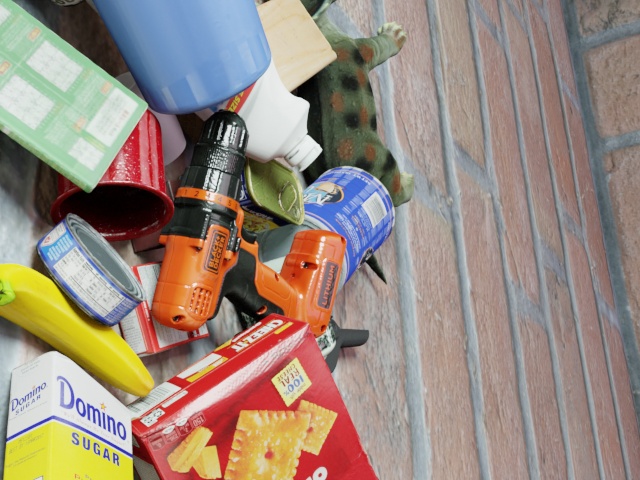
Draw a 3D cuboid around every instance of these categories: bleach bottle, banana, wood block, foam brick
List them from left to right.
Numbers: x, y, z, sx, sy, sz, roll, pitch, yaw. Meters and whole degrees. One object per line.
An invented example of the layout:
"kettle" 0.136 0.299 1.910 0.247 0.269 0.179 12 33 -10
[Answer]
"banana" -0.186 0.060 0.754 0.070 0.037 0.197 52 2 33
"foam brick" -0.127 -0.024 0.931 0.078 0.051 0.053 -13 87 -66
"bleach bottle" -0.090 -0.163 0.928 0.251 0.102 0.068 45 7 -8
"wood block" -0.071 -0.173 1.070 0.090 0.091 0.205 55 28 -7

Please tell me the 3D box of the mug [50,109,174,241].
"mug" -0.160 -0.051 0.841 0.117 0.093 0.081 59 20 -61

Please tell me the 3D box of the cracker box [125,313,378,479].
"cracker box" -0.046 0.192 0.858 0.164 0.072 0.213 -31 108 -25

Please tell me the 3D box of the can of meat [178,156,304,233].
"can of meat" -0.076 -0.040 1.010 0.102 0.084 0.057 27 52 -58

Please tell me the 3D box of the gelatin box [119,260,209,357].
"gelatin box" -0.135 0.055 0.895 0.089 0.030 0.073 -11 85 -64

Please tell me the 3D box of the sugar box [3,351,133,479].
"sugar box" -0.163 0.165 0.701 0.093 0.048 0.176 52 19 -41

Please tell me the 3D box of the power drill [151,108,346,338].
"power drill" -0.056 0.001 0.914 0.187 0.057 0.184 25 76 -48

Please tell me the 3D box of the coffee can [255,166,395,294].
"coffee can" 0.006 -0.007 1.122 0.140 0.103 0.103 -44 116 -54

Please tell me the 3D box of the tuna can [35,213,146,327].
"tuna can" -0.169 0.023 0.788 0.086 0.034 0.086 49 1 -1

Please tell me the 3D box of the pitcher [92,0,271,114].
"pitcher" -0.118 -0.228 0.804 0.145 0.149 0.243 -74 147 -57
